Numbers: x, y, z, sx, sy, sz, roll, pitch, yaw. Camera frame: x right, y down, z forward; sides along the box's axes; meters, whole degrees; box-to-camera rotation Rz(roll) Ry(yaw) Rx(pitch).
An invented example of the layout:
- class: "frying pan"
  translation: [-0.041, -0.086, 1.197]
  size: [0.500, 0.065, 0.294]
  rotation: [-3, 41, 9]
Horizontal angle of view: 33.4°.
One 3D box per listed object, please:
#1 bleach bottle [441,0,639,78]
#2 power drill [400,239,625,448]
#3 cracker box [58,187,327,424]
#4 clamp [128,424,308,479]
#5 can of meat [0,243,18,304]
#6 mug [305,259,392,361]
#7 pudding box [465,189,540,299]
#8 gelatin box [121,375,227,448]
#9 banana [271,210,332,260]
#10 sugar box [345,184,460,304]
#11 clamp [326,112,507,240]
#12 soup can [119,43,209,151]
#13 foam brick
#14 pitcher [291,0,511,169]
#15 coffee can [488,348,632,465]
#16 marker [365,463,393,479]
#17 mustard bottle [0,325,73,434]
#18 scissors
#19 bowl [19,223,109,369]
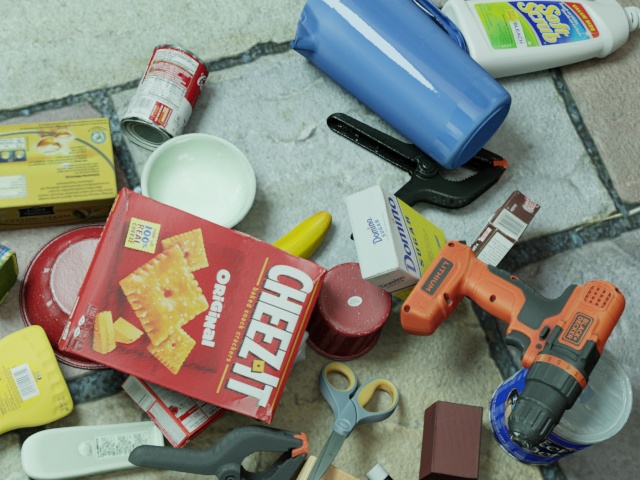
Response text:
- class: "bleach bottle"
  translation: [0.277, -0.261, 1.308]
  size: [0.250, 0.068, 0.102]
  rotation: [-13, 73, -17]
- class: "power drill"
  translation: [0.175, 0.091, 1.028]
  size: [0.188, 0.057, 0.184]
  rotation: [25, 63, 26]
- class: "cracker box"
  translation: [-0.122, 0.064, 1.026]
  size: [0.213, 0.072, 0.164]
  rotation: [22, 83, -12]
- class: "clamp"
  translation: [-0.090, 0.237, 1.036]
  size: [0.171, 0.039, 0.120]
  rotation: [-13, 110, 0]
- class: "can of meat"
  translation: [-0.353, 0.021, 1.071]
  size: [0.084, 0.102, 0.057]
  rotation: [32, 67, 1]
- class: "mug"
  translation: [0.020, 0.064, 1.129]
  size: [0.093, 0.081, 0.117]
  rotation: [-41, 81, -21]
- class: "pudding box"
  translation: [0.187, 0.003, 1.152]
  size: [0.039, 0.090, 0.113]
  rotation: [38, 31, 9]
- class: "gelatin box"
  translation: [-0.145, 0.157, 1.076]
  size: [0.089, 0.030, 0.073]
  rotation: [47, 35, 8]
- class: "banana"
  translation: [-0.063, 0.018, 1.135]
  size: [0.197, 0.070, 0.037]
  rotation: [-15, 36, -40]
- class: "sugar box"
  translation: [0.090, 0.013, 1.115]
  size: [0.048, 0.176, 0.093]
  rotation: [-19, 68, 20]
- class: "clamp"
  translation: [0.113, -0.069, 1.216]
  size: [0.209, 0.036, 0.164]
  rotation: [3, 63, -12]
- class: "soup can"
  translation: [-0.173, -0.158, 1.186]
  size: [0.068, 0.068, 0.102]
  rotation: [21, 68, -2]
- class: "foam brick"
  translation: [0.136, 0.211, 1.109]
  size: [0.051, 0.053, 0.078]
  rotation: [10, 69, -6]
- class: "pitcher"
  translation: [0.100, -0.200, 1.204]
  size: [0.243, 0.145, 0.149]
  rotation: [43, 98, 13]
- class: "coffee can"
  translation: [0.243, 0.169, 1.096]
  size: [0.102, 0.140, 0.103]
  rotation: [3, 69, -9]
- class: "marker"
  translation: [0.094, 0.280, 1.094]
  size: [0.020, 0.020, 0.121]
  rotation: [-39, 80, -21]
- class: "mustard bottle"
  translation: [-0.346, 0.160, 1.040]
  size: [0.191, 0.058, 0.096]
  rotation: [-22, 93, -16]
- class: "scissors"
  translation: [0.010, 0.174, 1.067]
  size: [0.096, 0.016, 0.201]
  rotation: [34, 31, 21]
- class: "bowl"
  translation: [-0.232, 0.049, 1.106]
  size: [0.162, 0.055, 0.162]
  rotation: [3, 69, -8]
